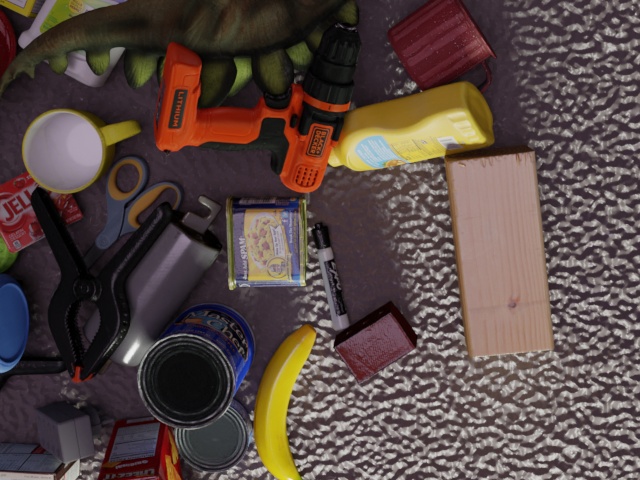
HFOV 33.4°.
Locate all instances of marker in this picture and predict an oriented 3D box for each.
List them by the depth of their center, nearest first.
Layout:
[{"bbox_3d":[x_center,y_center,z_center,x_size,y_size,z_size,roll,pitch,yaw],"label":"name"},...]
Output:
[{"bbox_3d":[0.011,0.039,1.185,0.020,0.020,0.121,-12,99,8],"label":"marker"}]

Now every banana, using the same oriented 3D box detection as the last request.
[{"bbox_3d":[-0.041,0.190,1.211,0.069,0.037,0.198,-1,102,-12],"label":"banana"}]

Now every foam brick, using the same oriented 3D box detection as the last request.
[{"bbox_3d":[0.061,0.111,1.176,0.078,0.053,0.051,-33,95,10],"label":"foam brick"}]

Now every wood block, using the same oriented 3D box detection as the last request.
[{"bbox_3d":[0.187,0.009,1.127,0.091,0.090,0.206,-6,99,6],"label":"wood block"}]

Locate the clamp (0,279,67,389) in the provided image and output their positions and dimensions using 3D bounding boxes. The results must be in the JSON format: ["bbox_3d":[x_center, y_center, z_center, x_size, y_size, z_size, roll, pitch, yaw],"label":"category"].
[{"bbox_3d":[-0.372,0.141,1.231,0.171,0.039,0.120,-42,81,11],"label":"clamp"}]

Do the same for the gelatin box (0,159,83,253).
[{"bbox_3d":[-0.320,-0.037,1.182,0.089,0.030,0.073,-29,96,-19],"label":"gelatin box"}]

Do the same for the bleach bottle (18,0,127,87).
[{"bbox_3d":[-0.216,-0.293,1.129,0.102,0.068,0.251,30,99,-3],"label":"bleach bottle"}]

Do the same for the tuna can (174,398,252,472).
[{"bbox_3d":[-0.122,0.219,1.223,0.086,0.033,0.086,1,100,5],"label":"tuna can"}]

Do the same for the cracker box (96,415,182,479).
[{"bbox_3d":[-0.185,0.298,1.151,0.072,0.214,0.164,-9,98,-5],"label":"cracker box"}]

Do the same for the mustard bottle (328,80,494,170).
[{"bbox_3d":[0.077,-0.111,1.110,0.192,0.096,0.058,-11,70,25],"label":"mustard bottle"}]

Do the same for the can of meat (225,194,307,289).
[{"bbox_3d":[-0.058,0.001,1.167,0.084,0.057,0.102,-1,100,4],"label":"can of meat"}]

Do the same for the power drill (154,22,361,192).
[{"bbox_3d":[-0.063,-0.141,1.054,0.187,0.057,0.185,9,119,-15],"label":"power drill"}]

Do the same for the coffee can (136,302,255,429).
[{"bbox_3d":[-0.131,0.132,1.154,0.103,0.140,0.103,1,100,5],"label":"coffee can"}]

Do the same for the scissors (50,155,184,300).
[{"bbox_3d":[-0.248,-0.020,1.203,0.202,0.016,0.096,-31,94,10],"label":"scissors"}]

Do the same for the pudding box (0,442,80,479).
[{"bbox_3d":[-0.343,0.265,1.225,0.113,0.090,0.039,1,99,5],"label":"pudding box"}]

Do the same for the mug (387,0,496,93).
[{"bbox_3d":[0.129,-0.195,1.101,0.081,0.093,0.117,-33,110,15],"label":"mug"}]

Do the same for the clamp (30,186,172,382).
[{"bbox_3d":[-0.253,0.044,1.143,0.165,0.036,0.210,14,94,17],"label":"clamp"}]
